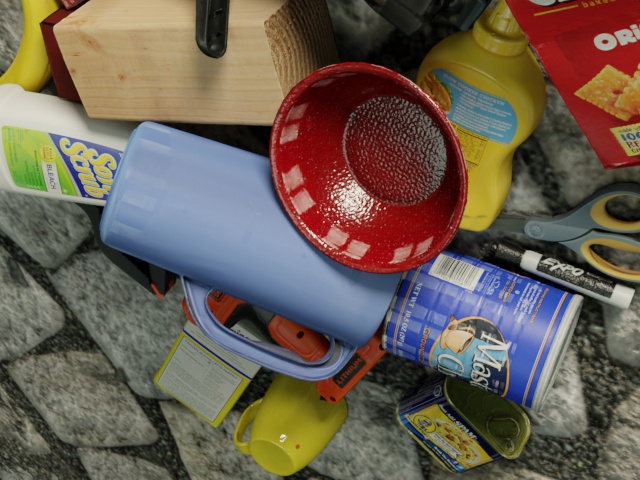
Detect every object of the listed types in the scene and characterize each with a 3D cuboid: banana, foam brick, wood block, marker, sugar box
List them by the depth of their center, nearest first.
[{"bbox_3d":[-0.100,-0.154,0.868,0.206,0.090,0.090,5,129,30],"label":"wood block"},{"bbox_3d":[0.198,0.027,0.880,0.121,0.020,0.020,22,135,16],"label":"marker"},{"bbox_3d":[-0.208,-0.168,0.954,0.051,0.053,0.078,13,133,23],"label":"foam brick"},{"bbox_3d":[-0.273,-0.184,0.999,0.070,0.037,0.198,45,138,17],"label":"banana"},{"bbox_3d":[-0.109,0.122,1.145,0.093,0.048,0.176,36,133,1],"label":"sugar box"}]

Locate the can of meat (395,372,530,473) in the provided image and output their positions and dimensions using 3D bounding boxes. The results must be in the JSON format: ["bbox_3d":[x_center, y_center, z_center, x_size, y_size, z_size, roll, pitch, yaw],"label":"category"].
[{"bbox_3d":[0.134,0.171,1.019,0.102,0.057,0.084,45,139,-8],"label":"can of meat"}]

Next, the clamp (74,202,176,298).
[{"bbox_3d":[-0.199,-0.035,1.075,0.165,0.036,0.210,-18,113,40],"label":"clamp"}]

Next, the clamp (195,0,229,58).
[{"bbox_3d":[-0.074,-0.219,0.770,0.120,0.039,0.171,-41,64,18],"label":"clamp"}]

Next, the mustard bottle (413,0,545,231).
[{"bbox_3d":[0.115,-0.099,0.798,0.096,0.058,0.192,31,137,15],"label":"mustard bottle"}]

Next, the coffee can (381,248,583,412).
[{"bbox_3d":[0.136,0.071,0.897,0.140,0.102,0.103,21,135,17],"label":"coffee can"}]

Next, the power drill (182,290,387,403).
[{"bbox_3d":[-0.020,0.053,1.009,0.187,0.057,0.185,37,124,-1],"label":"power drill"}]

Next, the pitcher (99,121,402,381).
[{"bbox_3d":[-0.056,0.001,0.882,0.242,0.149,0.145,20,131,-7],"label":"pitcher"}]

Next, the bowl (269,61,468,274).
[{"bbox_3d":[0.044,-0.059,0.792,0.162,0.055,0.162,13,118,27],"label":"bowl"}]

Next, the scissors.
[{"bbox_3d":[0.184,-0.023,0.849,0.202,0.016,0.096,21,133,17],"label":"scissors"}]

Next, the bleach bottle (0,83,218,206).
[{"bbox_3d":[-0.182,-0.078,0.974,0.251,0.068,0.102,8,124,15],"label":"bleach bottle"}]
